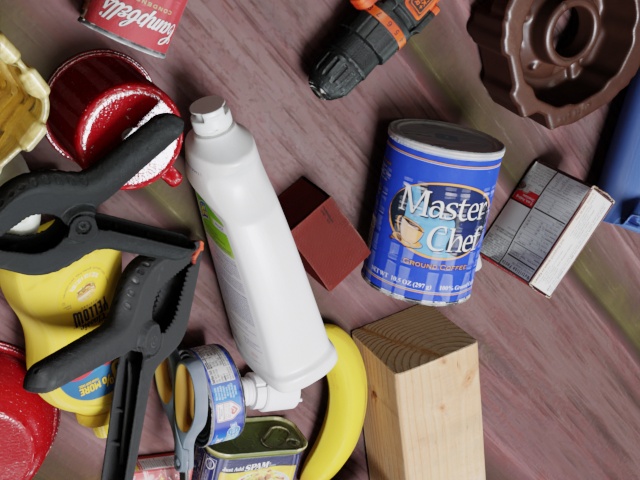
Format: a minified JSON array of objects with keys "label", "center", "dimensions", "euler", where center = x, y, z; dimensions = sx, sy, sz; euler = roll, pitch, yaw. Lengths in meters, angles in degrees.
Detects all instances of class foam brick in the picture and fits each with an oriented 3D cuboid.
[{"label":"foam brick","center":[-0.003,-0.006,0.931],"dimensions":[0.053,0.051,0.078],"euler":[-41,126,-8]}]

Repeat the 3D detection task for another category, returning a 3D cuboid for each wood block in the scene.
[{"label":"wood block","center":[0.099,0.180,1.049],"dimensions":[0.090,0.091,0.206],"euler":[-19,120,-20]}]

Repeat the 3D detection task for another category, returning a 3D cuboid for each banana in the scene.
[{"label":"banana","center":[0.011,0.156,1.022],"dimensions":[0.070,0.037,0.198],"euler":[2,114,10]}]

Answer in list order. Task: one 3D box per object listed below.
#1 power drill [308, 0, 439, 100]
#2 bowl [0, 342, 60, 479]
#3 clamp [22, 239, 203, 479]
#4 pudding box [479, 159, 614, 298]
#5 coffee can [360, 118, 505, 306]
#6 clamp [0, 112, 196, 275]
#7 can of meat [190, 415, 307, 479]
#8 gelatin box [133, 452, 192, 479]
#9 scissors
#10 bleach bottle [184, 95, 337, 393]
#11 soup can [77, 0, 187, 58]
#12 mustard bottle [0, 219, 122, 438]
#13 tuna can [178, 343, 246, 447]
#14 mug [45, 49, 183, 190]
[{"label":"power drill","center":[0.020,-0.226,0.840],"dimensions":[0.184,0.057,0.187],"euler":[-49,129,-6]},{"label":"bowl","center":[-0.281,0.162,0.851],"dimensions":[0.161,0.055,0.162],"euler":[-12,118,-24]},{"label":"clamp","center":[-0.145,0.087,0.840],"dimensions":[0.164,0.036,0.209],"euler":[78,31,-42]},{"label":"pudding box","center":[0.214,-0.013,1.024],"dimensions":[0.039,0.090,0.113],"euler":[28,96,-35]},{"label":"coffee can","center":[0.098,-0.027,0.945],"dimensions":[0.102,0.103,0.140],"euler":[-1,113,-29]},{"label":"clamp","center":[-0.164,-0.028,0.740],"dimensions":[0.171,0.039,0.120],"euler":[-10,121,-28]},{"label":"can of meat","center":[-0.071,0.215,0.992],"dimensions":[0.101,0.057,0.084],"euler":[2,113,-29]},{"label":"gelatin box","center":[-0.159,0.240,0.970],"dimensions":[0.073,0.030,0.089],"euler":[-1,112,-29]},{"label":"scissors","center":[-0.127,0.173,0.933],"dimensions":[0.016,0.096,0.202],"euler":[-10,130,-29]},{"label":"bleach bottle","center":[-0.056,0.001,0.867],"dimensions":[0.068,0.103,0.251],"euler":[-29,128,-21]},{"label":"soup can","center":[-0.124,-0.191,0.768],"dimensions":[0.068,0.069,0.102],"euler":[19,101,-34]},{"label":"mustard bottle","center":[-0.192,0.079,0.857],"dimensions":[0.096,0.058,0.191],"euler":[-34,129,-39]},{"label":"tuna can","center":[-0.096,0.133,0.922],"dimensions":[0.033,0.086,0.086],"euler":[-10,116,-27]},{"label":"mug","center":[-0.146,-0.080,0.798],"dimensions":[0.093,0.082,0.117],"euler":[-44,126,-4]}]
